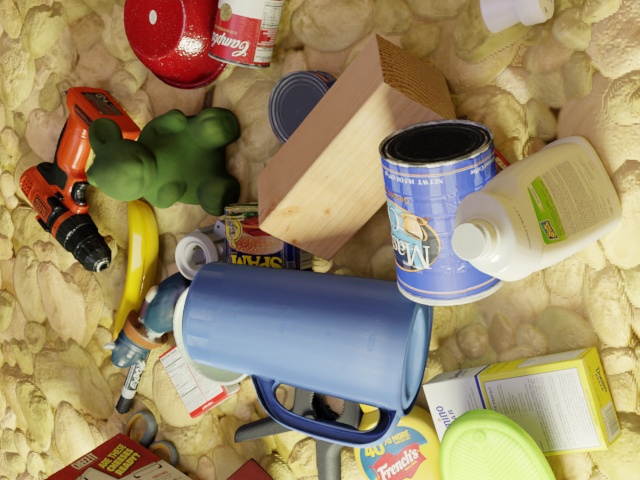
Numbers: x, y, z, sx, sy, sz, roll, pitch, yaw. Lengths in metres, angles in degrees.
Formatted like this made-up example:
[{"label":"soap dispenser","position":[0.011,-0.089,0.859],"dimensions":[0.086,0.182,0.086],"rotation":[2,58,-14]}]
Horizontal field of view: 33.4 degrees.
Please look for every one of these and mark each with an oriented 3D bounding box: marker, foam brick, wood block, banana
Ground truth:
[{"label":"marker","position":[-0.235,0.171,1.351],"dimensions":[0.020,0.020,0.121],"rotation":[34,116,24]},{"label":"foam brick","position":[-0.083,0.301,1.238],"dimensions":[0.053,0.051,0.078],"rotation":[40,146,21]},{"label":"wood block","position":[0.031,-0.088,1.060],"dimensions":[0.206,0.090,0.091],"rotation":[-48,29,31]},{"label":"banana","position":[-0.226,0.037,1.311],"dimensions":[0.070,0.037,0.198],"rotation":[29,114,59]}]

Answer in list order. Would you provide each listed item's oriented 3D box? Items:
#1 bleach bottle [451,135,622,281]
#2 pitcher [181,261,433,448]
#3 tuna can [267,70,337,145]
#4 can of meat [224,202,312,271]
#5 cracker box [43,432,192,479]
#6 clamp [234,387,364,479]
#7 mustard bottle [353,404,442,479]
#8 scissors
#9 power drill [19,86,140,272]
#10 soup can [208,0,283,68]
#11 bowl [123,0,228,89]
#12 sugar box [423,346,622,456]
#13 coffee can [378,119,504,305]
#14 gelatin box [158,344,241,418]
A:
[{"label":"bleach bottle","position":[0.174,-0.027,0.896],"dimensions":[0.068,0.250,0.102],"rotation":[-31,82,34]},{"label":"pitcher","position":[-0.014,0.101,1.078],"dimensions":[0.243,0.149,0.145],"rotation":[8,120,16]},{"label":"tuna can","position":[-0.012,-0.137,1.131],"dimensions":[0.086,0.033,0.086],"rotation":[7,103,33]},{"label":"can of meat","position":[-0.058,0.001,1.177],"dimensions":[0.102,0.057,0.084],"rotation":[2,98,33]},{"label":"cracker box","position":[-0.212,0.337,1.268],"dimensions":[0.214,0.164,0.072],"rotation":[28,114,19]},{"label":"clamp","position":[0.004,0.213,1.188],"dimensions":[0.165,0.036,0.210],"rotation":[46,120,18]},{"label":"mustard bottle","position":[0.089,0.231,1.119],"dimensions":[0.096,0.058,0.191],"rotation":[-25,85,24]},{"label":"scissors","position":[-0.237,0.313,1.382],"dimensions":[0.096,0.016,0.202],"rotation":[28,114,26]},{"label":"power drill","position":[-0.288,-0.078,1.305],"dimensions":[0.185,0.057,0.188],"rotation":[45,119,27]},{"label":"soup can","position":[-0.077,-0.241,1.134],"dimensions":[0.069,0.068,0.102],"rotation":[23,111,28]},{"label":"bowl","position":[-0.169,-0.250,1.202],"dimensions":[0.162,0.055,0.162],"rotation":[7,103,33]},{"label":"sugar box","position":[0.195,0.165,1.046],"dimensions":[0.177,0.048,0.093],"rotation":[-14,94,38]},{"label":"coffee can","position":[0.112,-0.026,0.969],"dimensions":[0.103,0.102,0.140],"rotation":[8,121,32]},{"label":"gelatin box","position":[-0.145,0.158,1.282],"dimensions":[0.073,0.030,0.089],"rotation":[-36,79,35]}]
